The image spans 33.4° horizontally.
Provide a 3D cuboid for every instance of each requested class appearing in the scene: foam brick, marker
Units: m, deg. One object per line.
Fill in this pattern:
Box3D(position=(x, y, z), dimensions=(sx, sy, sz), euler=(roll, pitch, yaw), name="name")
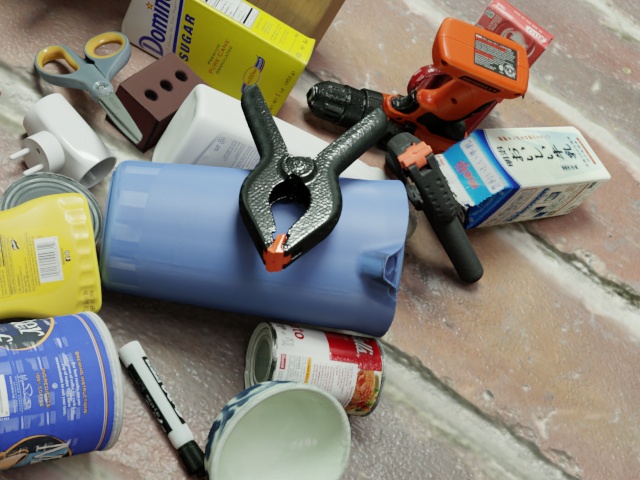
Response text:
Box3D(position=(-0.151, -0.129, 0.994), dimensions=(0.053, 0.051, 0.078), euler=(42, 47, 4), name="foam brick")
Box3D(position=(-0.122, 0.134, 0.841), dimensions=(0.020, 0.020, 0.121), euler=(-21, 70, -38), name="marker")

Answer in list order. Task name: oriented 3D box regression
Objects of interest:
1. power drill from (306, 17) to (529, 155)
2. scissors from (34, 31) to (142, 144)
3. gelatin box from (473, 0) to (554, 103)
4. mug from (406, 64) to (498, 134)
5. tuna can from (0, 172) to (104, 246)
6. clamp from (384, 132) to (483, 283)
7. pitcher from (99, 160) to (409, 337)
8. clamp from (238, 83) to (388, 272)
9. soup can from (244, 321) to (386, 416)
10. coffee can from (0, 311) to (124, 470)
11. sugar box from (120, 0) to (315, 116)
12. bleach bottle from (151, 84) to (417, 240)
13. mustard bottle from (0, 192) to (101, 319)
Box3D(position=(0.101, -0.148, 1.060), dimensions=(0.184, 0.188, 0.057), euler=(14, 66, -24), name="power drill")
Box3D(position=(-0.179, -0.141, 0.938), dimensions=(0.096, 0.016, 0.202), euler=(-35, 45, -27), name="scissors")
Box3D(position=(0.182, -0.195, 1.091), dimensions=(0.073, 0.089, 0.030), euler=(38, 47, -1), name="gelatin box")
Box3D(position=(0.147, -0.169, 1.171), dimensions=(0.117, 0.082, 0.093), euler=(-4, 60, -32), name="mug")
Box3D(position=(-0.224, -0.012, 0.880), dimensions=(0.086, 0.034, 0.086), euler=(15, 51, -20), name="tuna can")
Box3D(position=(0.094, -0.055, 1.011), dimensions=(0.036, 0.210, 0.165), euler=(-33, 65, 1), name="clamp")
Box3D(position=(-0.056, 0.001, 0.892), dimensions=(0.242, 0.149, 0.145), euler=(7, 51, -8), name="pitcher")
Box3D(position=(-0.008, -0.051, 0.826), dimensions=(0.120, 0.039, 0.171), euler=(1, 57, 3), name="clamp")
Box3D(position=(-0.005, 0.108, 0.893), dimensions=(0.102, 0.069, 0.068), euler=(11, 53, -22), name="soup can")
Box3D(position=(-0.222, 0.109, 0.746), dimensions=(0.140, 0.103, 0.103), euler=(-6, 61, -32), name="coffee can")
Box3D(position=(-0.102, -0.197, 1.044), dimensions=(0.176, 0.093, 0.048), euler=(26, 48, -9), name="sugar box")
Box3D(position=(-0.023, -0.050, 0.991), dimensions=(0.250, 0.103, 0.068), euler=(23, 35, -25), name="bleach bottle")
Box3D(position=(-0.265, 0.022, 0.796), dimensions=(0.191, 0.058, 0.096), euler=(-8, 93, -16), name="mustard bottle")
